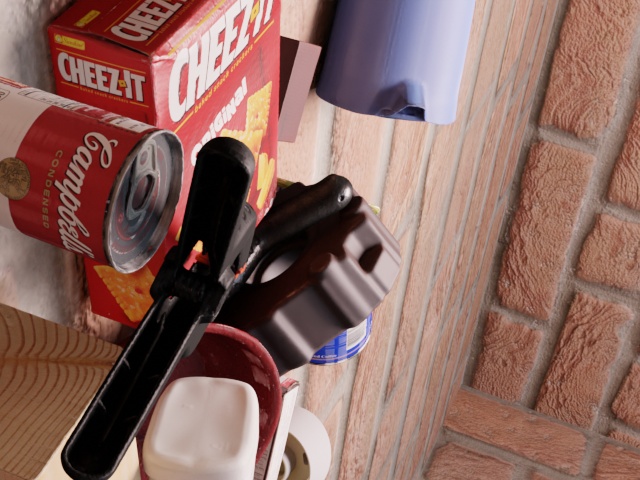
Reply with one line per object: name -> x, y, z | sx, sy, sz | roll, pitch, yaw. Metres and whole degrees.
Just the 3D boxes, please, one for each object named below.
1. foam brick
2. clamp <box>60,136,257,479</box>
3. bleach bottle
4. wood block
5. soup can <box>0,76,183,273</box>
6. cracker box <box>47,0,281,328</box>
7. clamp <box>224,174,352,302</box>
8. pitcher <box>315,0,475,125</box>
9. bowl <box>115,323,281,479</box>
foam brick -> -0.040, -0.117, 0.803 | 0.053, 0.051, 0.078 | -10, 117, -73
clamp -> -0.070, 0.032, 0.543 | 0.164, 0.036, 0.210 | -63, 180, 0
bleach bottle -> -0.079, 0.221, 0.713 | 0.102, 0.068, 0.251 | -85, 179, -64
wood block -> -0.161, 0.142, 0.601 | 0.206, 0.091, 0.090 | 94, 20, -45
soup can -> -0.124, -0.033, 0.494 | 0.068, 0.102, 0.068 | 19, 90, -76
cracker box -> -0.083, -0.070, 0.659 | 0.164, 0.072, 0.214 | -58, 160, -44
clamp -> -0.055, 0.001, 0.778 | 0.171, 0.120, 0.039 | -52, 119, -25
pitcher -> 0.078, -0.236, 0.970 | 0.144, 0.149, 0.243 | -17, 124, -55
bowl -> -0.110, 0.116, 0.740 | 0.161, 0.055, 0.162 | -15, 122, -26
